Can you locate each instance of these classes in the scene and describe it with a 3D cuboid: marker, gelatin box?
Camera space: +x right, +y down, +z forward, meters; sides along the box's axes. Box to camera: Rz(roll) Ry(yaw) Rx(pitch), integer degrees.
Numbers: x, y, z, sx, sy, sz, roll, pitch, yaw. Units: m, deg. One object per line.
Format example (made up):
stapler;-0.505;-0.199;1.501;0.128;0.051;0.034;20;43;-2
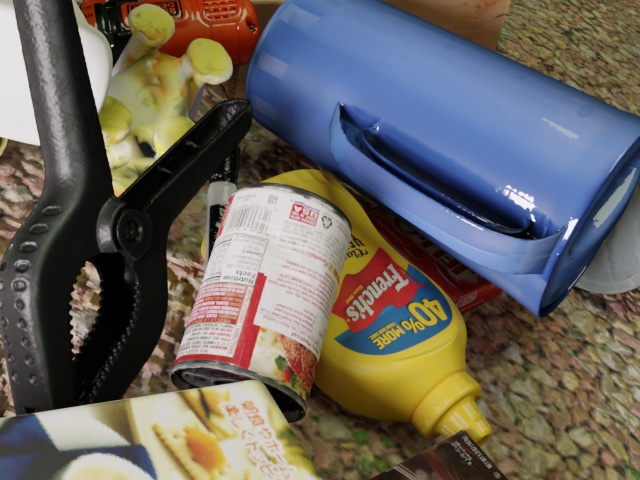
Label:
marker;-0.054;0.001;0.579;0.020;0.020;0.121;9;71;-27
gelatin box;0.071;0.010;0.701;0.089;0.030;0.073;44;37;23

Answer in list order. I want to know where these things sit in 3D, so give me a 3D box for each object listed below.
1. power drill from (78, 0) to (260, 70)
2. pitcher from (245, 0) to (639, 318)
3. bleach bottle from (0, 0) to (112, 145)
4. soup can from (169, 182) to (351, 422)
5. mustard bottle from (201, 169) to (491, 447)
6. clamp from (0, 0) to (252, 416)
power drill;-0.143;-0.178;0.718;0.184;0.057;0.188;-7;55;-10
pitcher;0.069;-0.065;0.662;0.243;0.145;0.149;32;-12;20
bleach bottle;-0.189;-0.144;0.602;0.102;0.068;0.251;13;27;-28
soup can;-0.028;0.031;0.531;0.068;0.069;0.102;21;64;-11
mustard bottle;0.024;0.043;0.597;0.096;0.058;0.192;-22;58;-38
clamp;-0.094;-0.007;0.503;0.036;0.210;0.164;1;-11;33
